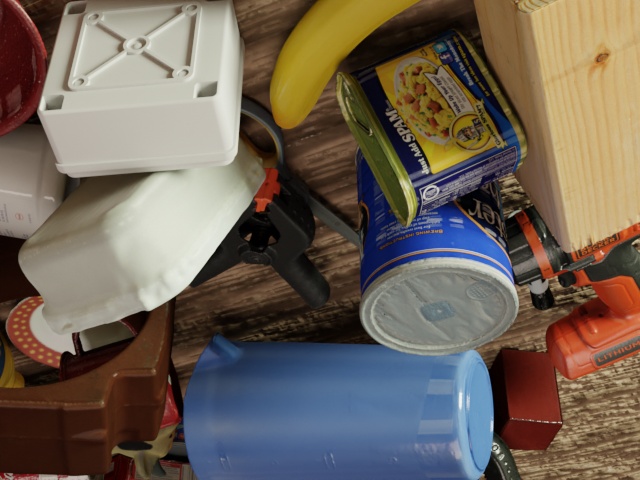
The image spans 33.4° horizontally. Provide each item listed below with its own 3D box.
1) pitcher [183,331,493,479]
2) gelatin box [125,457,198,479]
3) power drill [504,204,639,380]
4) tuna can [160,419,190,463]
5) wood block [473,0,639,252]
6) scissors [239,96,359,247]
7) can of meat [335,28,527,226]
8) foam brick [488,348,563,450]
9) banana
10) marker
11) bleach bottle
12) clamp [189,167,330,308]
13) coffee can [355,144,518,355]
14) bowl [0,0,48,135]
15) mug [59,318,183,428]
[{"bbox_3d":[0.019,0.156,0.904,0.243,0.145,0.149,-3,162,21],"label":"pitcher"},{"bbox_3d":[-0.155,0.252,1.088,0.089,0.030,0.073,10,142,-12],"label":"gelatin box"},{"bbox_3d":[0.194,0.035,0.830,0.184,0.057,0.187,-24,139,9],"label":"power drill"},{"bbox_3d":[-0.146,0.212,1.091,0.086,0.033,0.086,0,141,0],"label":"tuna can"},{"bbox_3d":[0.157,-0.099,0.640,0.091,0.090,0.206,-24,139,0],"label":"wood block"},{"bbox_3d":[-0.040,-0.035,0.798,0.096,0.016,0.201,-15,139,20],"label":"scissors"},{"bbox_3d":[0.068,-0.073,0.666,0.084,0.102,0.057,-25,164,-7],"label":"can of meat"},{"bbox_3d":[0.185,0.145,0.973,0.051,0.078,0.053,7,141,-7],"label":"foam brick"},{"bbox_3d":[0.025,-0.132,0.659,0.198,0.037,0.069,-31,132,33],"label":"banana"},{"bbox_3d":[0.171,0.019,0.862,0.020,0.020,0.121,-12,140,14],"label":"marker"},{"bbox_3d":[-0.296,-0.052,0.732,0.250,0.068,0.103,8,156,-7],"label":"bleach bottle"},{"bbox_3d":[-0.055,0.001,0.809,0.120,0.039,0.171,0,147,4],"label":"clamp"},{"bbox_3d":[0.076,-0.007,0.732,0.103,0.140,0.103,0,141,0],"label":"coffee can"},{"bbox_3d":[-0.243,-0.130,0.646,0.162,0.055,0.162,0,141,0],"label":"bowl"},{"bbox_3d":[-0.169,0.115,0.901,0.081,0.093,0.117,-17,99,0],"label":"mug"}]
